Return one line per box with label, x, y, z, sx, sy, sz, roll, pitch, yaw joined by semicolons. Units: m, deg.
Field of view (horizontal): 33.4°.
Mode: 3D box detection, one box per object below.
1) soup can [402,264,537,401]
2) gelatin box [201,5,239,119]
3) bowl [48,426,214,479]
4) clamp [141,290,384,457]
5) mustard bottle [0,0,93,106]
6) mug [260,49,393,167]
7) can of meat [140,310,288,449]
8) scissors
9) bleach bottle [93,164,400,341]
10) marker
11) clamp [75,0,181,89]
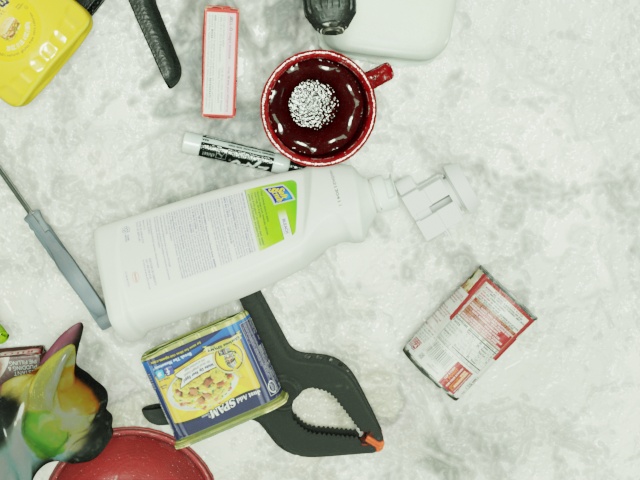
soup can;0.130;0.081;0.930;0.068;0.068;0.102;42;95;-9
gelatin box;-0.083;-0.146;0.875;0.030;0.073;0.089;1;99;-5
bowl;-0.170;0.250;0.944;0.162;0.055;0.162;-1;99;-3
clamp;-0.042;0.138;0.943;0.210;0.036;0.164;36;97;-5
mustard bottle;-0.278;-0.198;0.826;0.191;0.058;0.096;41;94;-9
mug;0.006;-0.116;0.882;0.117;0.081;0.093;-30;100;1
can of meat;-0.090;0.115;0.896;0.102;0.057;0.084;-24;92;4
scissors;-0.229;-0.007;0.883;0.016;0.096;0.201;-35;103;-12
bleach bottle;-0.056;0.001;0.886;0.251;0.068;0.102;-16;70;3
marker;-0.059;-0.071;0.917;0.121;0.020;0.020;12;98;-6
clamp;-0.157;-0.208;0.878;0.120;0.039;0.171;16;98;-8
